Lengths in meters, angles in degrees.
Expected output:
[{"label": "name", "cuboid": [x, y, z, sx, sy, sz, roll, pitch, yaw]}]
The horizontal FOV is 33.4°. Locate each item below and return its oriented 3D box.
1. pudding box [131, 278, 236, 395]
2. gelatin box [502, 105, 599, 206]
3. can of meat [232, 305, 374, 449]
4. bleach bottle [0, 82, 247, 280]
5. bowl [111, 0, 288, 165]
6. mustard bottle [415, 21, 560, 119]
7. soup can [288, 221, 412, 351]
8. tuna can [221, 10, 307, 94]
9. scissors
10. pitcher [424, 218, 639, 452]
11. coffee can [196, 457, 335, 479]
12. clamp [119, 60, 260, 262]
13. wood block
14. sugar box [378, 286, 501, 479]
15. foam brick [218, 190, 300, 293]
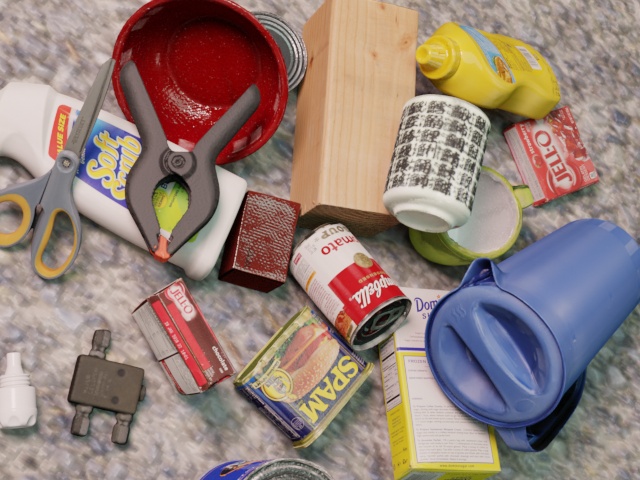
[{"label": "pudding box", "cuboid": [-0.117, 0.084, 0.900, 0.039, 0.114, 0.090, -29, 90, -21]}, {"label": "gelatin box", "cuboid": [0.243, -0.089, 1.123, 0.073, 0.030, 0.089, -20, 86, -23]}, {"label": "can of meat", "cuboid": [-0.016, 0.122, 0.963, 0.084, 0.058, 0.102, 44, 66, -4]}, {"label": "bleach bottle", "cuboid": [-0.196, -0.061, 0.931, 0.250, 0.068, 0.102, 25, 72, -12]}, {"label": "bowl", "cuboid": [-0.103, -0.151, 0.961, 0.162, 0.162, 0.055, 38, 29, -10]}, {"label": "mustard bottle", "cuboid": [0.155, -0.169, 1.043, 0.191, 0.058, 0.096, 1, 51, -50]}, {"label": "soup can", "cuboid": [0.026, 0.041, 0.970, 0.068, 0.068, 0.102, -28, 61, -24]}, {"label": "tuna can", "cuboid": [-0.058, -0.174, 1.023, 0.086, 0.034, 0.086, 5, 77, -20]}, {"label": "scissors", "cuboid": [-0.229, -0.063, 0.884, 0.096, 0.016, 0.202, 12, 112, -1]}, {"label": "pitcher", "cuboid": [0.213, 0.074, 0.992, 0.145, 0.149, 0.242, 41, 38, 18]}, {"label": "coffee can", "cuboid": [-0.048, 0.232, 0.880, 0.102, 0.140, 0.103, 5, 77, -20]}, {"label": "clamp", "cuboid": [-0.129, -0.070, 0.900, 0.120, 0.039, 0.171, 17, 76, 0]}, {"label": "wood block", "cuboid": [0.031, -0.116, 1.014, 0.090, 0.091, 0.206, 9, 76, -19]}, {"label": "sugar box", "cuboid": [0.106, 0.133, 0.994, 0.093, 0.048, 0.176, 6, 60, -22]}, {"label": "foam brick", "cuboid": [-0.056, 0.001, 0.976, 0.053, 0.051, 0.078, 16, 73, -16]}]
